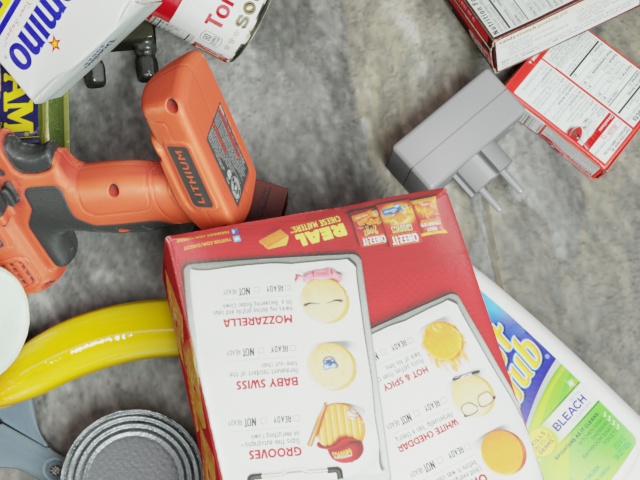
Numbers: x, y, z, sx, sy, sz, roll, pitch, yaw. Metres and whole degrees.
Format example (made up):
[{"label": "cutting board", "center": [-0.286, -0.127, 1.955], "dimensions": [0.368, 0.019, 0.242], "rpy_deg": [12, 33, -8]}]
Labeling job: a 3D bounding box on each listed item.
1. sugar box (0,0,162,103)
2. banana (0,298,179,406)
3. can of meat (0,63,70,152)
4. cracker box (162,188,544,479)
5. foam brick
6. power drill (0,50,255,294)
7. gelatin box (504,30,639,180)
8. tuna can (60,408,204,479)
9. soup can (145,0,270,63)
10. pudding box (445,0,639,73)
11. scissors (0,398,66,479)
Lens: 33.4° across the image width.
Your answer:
[{"label": "sugar box", "center": [-0.185, -0.177, 0.618], "dimensions": [0.093, 0.048, 0.176], "rpy_deg": [-38, 93, 20]}, {"label": "banana", "center": [-0.107, 0.069, 0.663], "dimensions": [0.197, 0.037, 0.069], "rpy_deg": [2, 63, -5]}, {"label": "can of meat", "center": [-0.209, -0.091, 0.687], "dimensions": [0.084, 0.057, 0.102], "rpy_deg": [-4, 79, 0]}, {"label": "cracker box", "center": [0.016, 0.090, 0.574], "dimensions": [0.164, 0.072, 0.214], "rpy_deg": [-11, 69, -14]}, {"label": "foam brick", "center": [-0.054, 0.001, 0.678], "dimensions": [0.053, 0.051, 0.078], "rpy_deg": [16, 79, 0]}, {"label": "power drill", "center": [-0.144, -0.052, 0.608], "dimensions": [0.188, 0.184, 0.057], "rpy_deg": [-8, 42, 20]}, {"label": "gelatin box", "center": [0.174, -0.096, 0.715], "dimensions": [0.089, 0.030, 0.073], "rpy_deg": [39, 79, 6]}, {"label": "tuna can", "center": [-0.114, 0.147, 0.646], "dimensions": [0.086, 0.034, 0.086], "rpy_deg": [4, 73, -12]}, {"label": "soup can", "center": [-0.088, -0.166, 0.685], "dimensions": [0.102, 0.069, 0.068], "rpy_deg": [26, 79, -18]}, {"label": "pudding box", "center": [0.143, -0.172, 0.706], "dimensions": [0.113, 0.039, 0.090], "rpy_deg": [-26, 60, 0]}, {"label": "scissors", "center": [-0.166, 0.123, 0.669], "dimensions": [0.201, 0.016, 0.096], "rpy_deg": [17, 77, -2]}]
